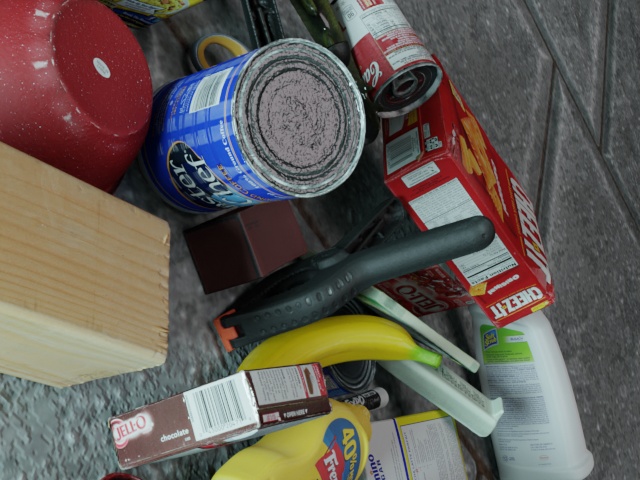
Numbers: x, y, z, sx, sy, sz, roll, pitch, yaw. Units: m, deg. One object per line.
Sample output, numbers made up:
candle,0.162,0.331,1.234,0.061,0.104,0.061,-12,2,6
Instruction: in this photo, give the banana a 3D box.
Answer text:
banana,0.003,0.086,0.807,0.197,0.070,0.037,-8,112,-38

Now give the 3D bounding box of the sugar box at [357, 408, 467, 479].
sugar box,0.068,0.200,0.925,0.175,0.048,0.093,5,71,-55

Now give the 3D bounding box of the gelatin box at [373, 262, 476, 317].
gelatin box,0.102,0.041,1.035,0.089,0.073,0.030,39,44,-46

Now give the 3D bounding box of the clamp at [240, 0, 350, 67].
clamp,-0.031,-0.119,0.806,0.039,0.172,0.120,-18,59,-26

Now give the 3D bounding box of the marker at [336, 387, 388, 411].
marker,0.023,0.142,0.902,0.120,0.020,0.020,-3,78,-60

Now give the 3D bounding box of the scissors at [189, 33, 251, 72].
scissors,-0.034,-0.139,0.895,0.201,0.016,0.096,-27,95,-42

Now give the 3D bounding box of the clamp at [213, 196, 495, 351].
clamp,0.013,0.022,0.823,0.036,0.210,0.165,66,-9,-15

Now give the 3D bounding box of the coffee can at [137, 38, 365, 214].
coffee can,-0.051,-0.074,0.733,0.102,0.141,0.103,3,85,-35

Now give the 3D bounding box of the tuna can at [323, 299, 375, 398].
tuna can,0.011,0.089,0.894,0.086,0.034,0.086,34,47,-48

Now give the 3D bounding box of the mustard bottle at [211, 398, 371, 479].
mustard bottle,-0.013,0.166,0.768,0.191,0.058,0.096,-33,128,-56

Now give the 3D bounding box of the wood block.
wood block,-0.179,0.007,0.556,0.205,0.090,0.091,30,52,-51

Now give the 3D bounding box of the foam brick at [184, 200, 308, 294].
foam brick,-0.055,0.001,0.809,0.078,0.051,0.053,-27,98,-60

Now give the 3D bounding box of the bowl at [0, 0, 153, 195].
bowl,-0.158,-0.103,0.684,0.161,0.055,0.162,34,48,-48

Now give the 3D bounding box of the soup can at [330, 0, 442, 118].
soup can,0.053,-0.168,0.938,0.068,0.069,0.102,13,43,-57

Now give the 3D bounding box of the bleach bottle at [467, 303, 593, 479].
bleach bottle,0.217,0.128,1.132,0.068,0.103,0.251,-22,102,-60

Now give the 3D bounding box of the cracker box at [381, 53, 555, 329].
cracker box,0.139,-0.047,1.016,0.213,0.072,0.164,49,25,-32

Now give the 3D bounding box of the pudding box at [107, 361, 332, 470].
pudding box,-0.063,0.111,0.677,0.089,0.114,0.039,3,70,-60
